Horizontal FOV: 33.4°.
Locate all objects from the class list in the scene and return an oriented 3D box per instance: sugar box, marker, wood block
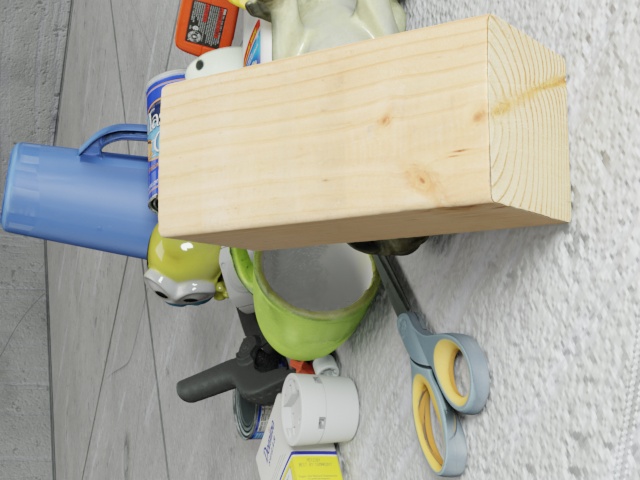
[{"bbox_3d":[-0.010,0.217,0.848,0.176,0.048,0.093,-103,24,-46],"label":"sugar box"},{"bbox_3d":[-0.009,0.073,0.899,0.121,0.020,0.020,-114,32,-52],"label":"marker"},{"bbox_3d":[0.018,-0.049,0.573,0.206,0.090,0.090,-6,80,36],"label":"wood block"}]

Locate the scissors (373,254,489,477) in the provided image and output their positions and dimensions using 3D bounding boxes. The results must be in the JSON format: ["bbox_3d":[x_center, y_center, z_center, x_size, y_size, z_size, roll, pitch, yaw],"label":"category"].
[{"bbox_3d":[0.068,0.052,0.688,0.096,0.016,0.202,118,149,-48],"label":"scissors"}]

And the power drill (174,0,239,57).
[{"bbox_3d":[-0.096,-0.287,1.081,0.187,0.057,0.185,-81,5,-46],"label":"power drill"}]

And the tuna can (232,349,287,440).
[{"bbox_3d":[-0.056,0.145,1.005,0.086,0.033,0.086,-178,90,-71],"label":"tuna can"}]

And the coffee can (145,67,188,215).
[{"bbox_3d":[-0.140,-0.104,1.174,0.103,0.102,0.140,136,133,-63],"label":"coffee can"}]

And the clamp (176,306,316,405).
[{"bbox_3d":[-0.054,0.094,0.949,0.172,0.039,0.120,-2,62,47],"label":"clamp"}]

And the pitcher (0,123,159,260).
[{"bbox_3d":[-0.251,-0.056,1.279,0.145,0.242,0.149,139,138,-67],"label":"pitcher"}]
